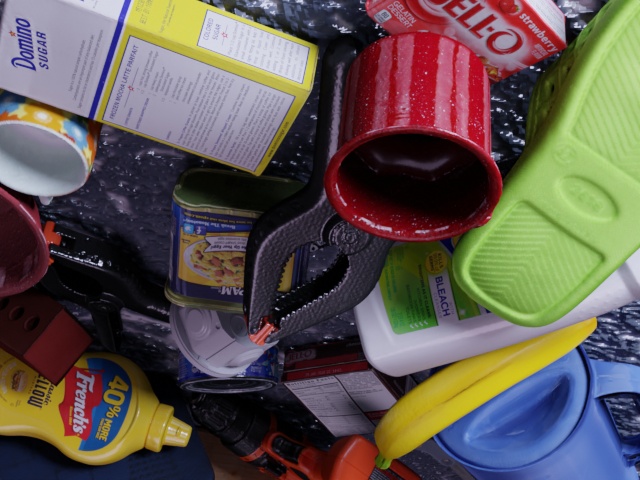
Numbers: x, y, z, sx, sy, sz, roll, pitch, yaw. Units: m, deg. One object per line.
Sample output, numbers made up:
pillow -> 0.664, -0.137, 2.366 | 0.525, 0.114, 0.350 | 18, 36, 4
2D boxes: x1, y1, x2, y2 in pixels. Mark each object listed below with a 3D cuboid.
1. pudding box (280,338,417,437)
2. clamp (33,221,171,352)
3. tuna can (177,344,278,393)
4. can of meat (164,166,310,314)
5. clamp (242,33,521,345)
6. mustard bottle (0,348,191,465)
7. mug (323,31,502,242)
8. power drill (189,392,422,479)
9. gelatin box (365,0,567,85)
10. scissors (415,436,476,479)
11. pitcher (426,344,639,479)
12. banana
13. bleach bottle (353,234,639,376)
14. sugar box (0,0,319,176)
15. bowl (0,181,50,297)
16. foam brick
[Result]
pudding box -> 0.030, 0.130, 0.935 | 0.090, 0.039, 0.113 | -10, 139, 26
clamp -> -0.173, 0.043, 0.855 | 0.120, 0.039, 0.171 | -23, 135, 30
tuna can -> -0.078, 0.107, 0.903 | 0.086, 0.034, 0.086 | -2, 164, -1
can of meat -> -0.055, 0.001, 0.740 | 0.102, 0.057, 0.084 | 7, 124, -1
clamp -> 0.011, -0.020, 0.678 | 0.164, 0.036, 0.210 | 37, 108, -29
mustard bottle -> -0.204, 0.140, 0.921 | 0.191, 0.096, 0.058 | 18, 165, 0
mug -> 0.059, -0.053, 0.587 | 0.093, 0.081, 0.117 | -27, 132, 36
power drill -> -0.013, 0.193, 0.960 | 0.184, 0.057, 0.188 | 38, 162, -31
gelatin box -> 0.080, -0.124, 0.584 | 0.073, 0.030, 0.089 | -24, 134, 36
scissors -> 0.132, 0.200, 1.031 | 0.201, 0.016, 0.096 | 34, 137, -31
pitcher -> 0.198, 0.169, 0.886 | 0.149, 0.145, 0.242 | 35, 170, 42
banana -> 0.111, 0.102, 0.770 | 0.198, 0.037, 0.069 | -34, 166, 7
bleach bottle -> 0.143, 0.012, 0.718 | 0.251, 0.102, 0.068 | -21, 153, 25
sugar box -> -0.099, -0.104, 0.633 | 0.176, 0.048, 0.093 | 21, 142, -12
bowl -> -0.264, -0.027, 0.756 | 0.162, 0.055, 0.162 | 7, 143, 5
foam brick -> -0.232, 0.072, 0.865 | 0.078, 0.053, 0.051 | 23, 158, 37
